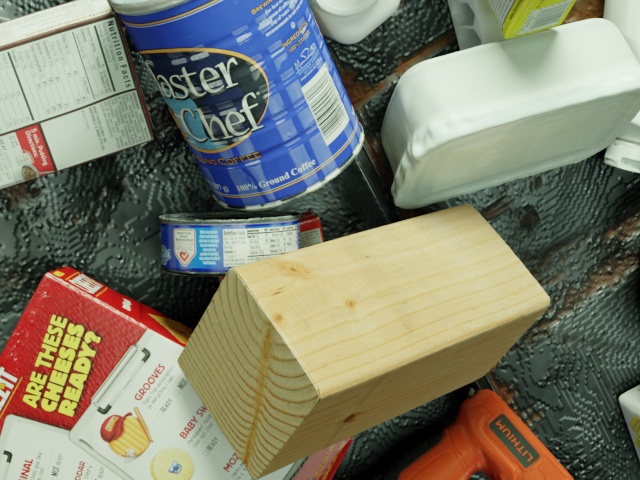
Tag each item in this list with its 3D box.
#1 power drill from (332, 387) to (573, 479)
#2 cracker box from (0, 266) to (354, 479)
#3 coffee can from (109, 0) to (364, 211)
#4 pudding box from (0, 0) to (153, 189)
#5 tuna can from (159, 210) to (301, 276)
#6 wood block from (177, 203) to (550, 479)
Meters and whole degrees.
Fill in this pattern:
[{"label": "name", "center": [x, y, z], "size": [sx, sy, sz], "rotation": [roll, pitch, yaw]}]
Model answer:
[{"label": "power drill", "center": [0.078, 0.198, 0.722], "size": [0.187, 0.185, 0.057], "rotation": [-28, 142, -15]}, {"label": "cracker box", "center": [-0.111, 0.137, 0.675], "size": [0.213, 0.072, 0.164], "rotation": [29, 91, -4]}, {"label": "coffee can", "center": [-0.046, -0.103, 0.626], "size": [0.102, 0.103, 0.140], "rotation": [-30, 121, -7]}, {"label": "pudding box", "center": [-0.165, -0.087, 0.637], "size": [0.113, 0.039, 0.090], "rotation": [-21, 127, -12]}, {"label": "tuna can", "center": [-0.054, 0.001, 0.647], "size": [0.086, 0.086, 0.034], "rotation": [-2, 95, -15]}, {"label": "wood block", "center": [0.032, 0.054, 0.650], "size": [0.205, 0.090, 0.091], "rotation": [-15, 149, -42]}]
